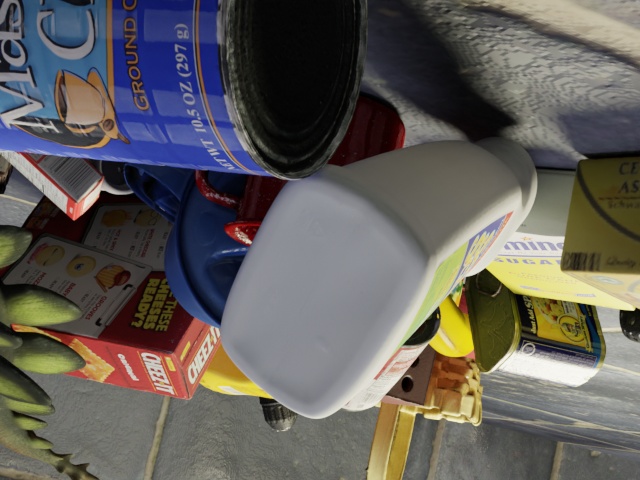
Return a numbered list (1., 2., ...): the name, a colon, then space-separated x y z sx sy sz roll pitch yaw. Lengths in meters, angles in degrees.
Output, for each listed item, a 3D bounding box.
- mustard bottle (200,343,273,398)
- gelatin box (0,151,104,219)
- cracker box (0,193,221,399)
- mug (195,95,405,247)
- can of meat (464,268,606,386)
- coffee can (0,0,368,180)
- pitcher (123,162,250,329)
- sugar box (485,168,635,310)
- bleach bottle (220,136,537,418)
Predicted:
1. mustard bottle: -0.033 0.128 1.026 0.192 0.058 0.096 3 160 41
2. gelatin box: -0.191 -0.058 0.736 0.089 0.030 0.073 44 164 -5
3. cracker box: -0.180 0.041 0.937 0.214 0.164 0.072 9 138 21
4. mug: -0.011 -0.037 0.589 0.117 0.081 0.093 14 169 -7
5. can of meat: 0.166 0.059 0.827 0.083 0.102 0.058 13 138 -19
6. coffee can: -0.067 -0.078 0.389 0.140 0.103 0.102 7 168 26
7. pitcher: -0.055 0.001 0.746 0.145 0.149 0.243 -14 179 -14
8. sugar box: 0.147 0.001 0.695 0.093 0.048 0.176 6 168 30
9. bleach bottle: 0.053 -0.008 0.505 0.068 0.103 0.250 37 -151 14
